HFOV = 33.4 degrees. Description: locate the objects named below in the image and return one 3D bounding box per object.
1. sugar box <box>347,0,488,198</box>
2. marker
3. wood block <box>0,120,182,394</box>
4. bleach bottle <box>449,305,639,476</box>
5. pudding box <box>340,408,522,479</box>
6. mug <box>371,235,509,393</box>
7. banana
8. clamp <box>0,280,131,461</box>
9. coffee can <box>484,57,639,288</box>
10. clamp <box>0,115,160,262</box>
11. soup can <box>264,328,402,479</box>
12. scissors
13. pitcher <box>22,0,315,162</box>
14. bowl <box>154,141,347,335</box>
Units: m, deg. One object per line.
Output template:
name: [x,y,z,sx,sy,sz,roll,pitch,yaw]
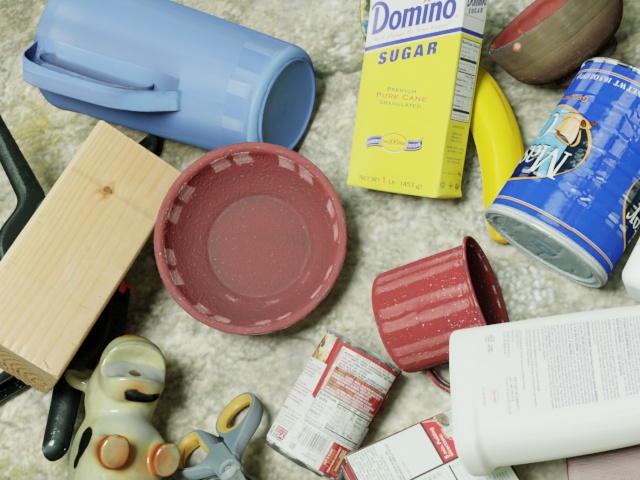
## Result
sugar box: [0.079,-0.126,0.876,0.093,0.048,0.176,10,98,36]
marker: [-0.094,-0.015,0.961,0.121,0.020,0.020,-15,65,17]
wood block: [-0.209,0.015,0.902,0.090,0.090,0.206,33,65,-9]
bleach bottle: [0.215,0.092,0.704,0.251,0.068,0.102,-9,57,17]
pudding box: [0.084,0.178,0.775,0.113,0.039,0.090,-22,61,-13]
mug: [0.095,0.063,0.818,0.082,0.093,0.117,-20,100,20]
banana: [0.132,-0.091,0.888,0.070,0.037,0.198,-46,53,32]
clamp: [-0.237,0.103,0.964,0.120,0.039,0.171,18,70,28]
coffee can: [0.204,-0.050,0.800,0.103,0.102,0.140,31,84,30]
clamp: [-0.232,-0.024,0.979,0.164,0.036,0.210,2,69,-9]
soup can: [0.010,0.129,0.832,0.069,0.068,0.102,26,82,29]
scissors: [-0.058,0.161,0.815,0.096,0.016,0.202,-47,20,-20]
pitcher: [-0.136,-0.148,0.963,0.243,0.145,0.149,20,72,24]
bowl: [-0.056,0.001,0.902,0.162,0.055,0.162,-1,81,5]
